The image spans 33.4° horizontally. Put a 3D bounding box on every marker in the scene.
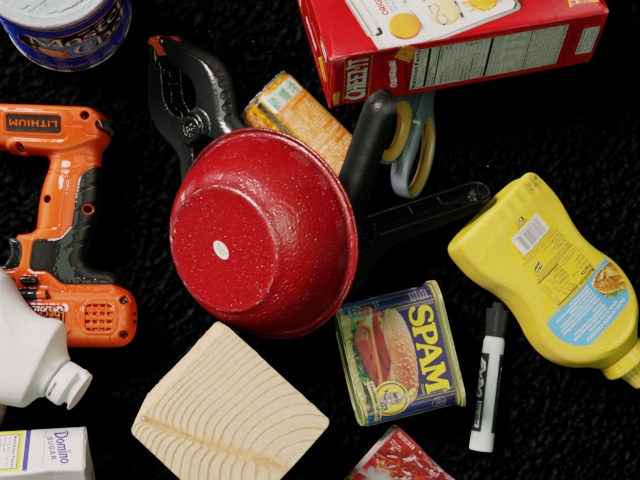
[{"bbox_3d":[0.138,0.111,0.871,0.020,0.020,0.121,8,86,-6],"label":"marker"}]

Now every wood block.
[{"bbox_3d":[-0.067,0.120,0.753,0.091,0.206,0.090,44,83,-3],"label":"wood block"}]

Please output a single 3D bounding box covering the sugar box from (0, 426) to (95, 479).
[{"bbox_3d":[-0.257,0.184,0.787,0.176,0.093,0.048,-4,44,-9],"label":"sugar box"}]

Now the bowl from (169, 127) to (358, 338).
[{"bbox_3d":[-0.055,0.001,0.776,0.162,0.055,0.162,8,106,30],"label":"bowl"}]

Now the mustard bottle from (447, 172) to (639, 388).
[{"bbox_3d":[0.198,0.044,0.862,0.096,0.058,0.191,-43,92,-20],"label":"mustard bottle"}]

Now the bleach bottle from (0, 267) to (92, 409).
[{"bbox_3d":[-0.270,0.033,0.760,0.251,0.068,0.102,32,91,4],"label":"bleach bottle"}]

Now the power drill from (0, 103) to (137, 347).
[{"bbox_3d":[-0.232,-0.009,0.819,0.184,0.057,0.187,1,88,-3],"label":"power drill"}]

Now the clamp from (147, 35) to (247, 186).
[{"bbox_3d":[-0.081,-0.086,0.826,0.120,0.039,0.171,-19,89,27],"label":"clamp"}]

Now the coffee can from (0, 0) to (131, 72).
[{"bbox_3d":[-0.195,-0.190,0.790,0.102,0.140,0.103,0,86,-7],"label":"coffee can"}]

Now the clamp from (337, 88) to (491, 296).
[{"bbox_3d":[0.031,-0.005,0.832,0.164,0.036,0.210,27,111,-43],"label":"clamp"}]

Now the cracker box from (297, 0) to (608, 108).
[{"bbox_3d":[0.091,-0.200,0.832,0.213,0.072,0.164,-11,61,-6],"label":"cracker box"}]

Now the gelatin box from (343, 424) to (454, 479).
[{"bbox_3d":[0.068,0.204,0.852,0.089,0.030,0.073,44,83,-2],"label":"gelatin box"}]

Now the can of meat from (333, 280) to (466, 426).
[{"bbox_3d":[0.060,0.090,0.846,0.084,0.057,0.102,-13,88,-5],"label":"can of meat"}]

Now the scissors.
[{"bbox_3d":[0.077,-0.135,0.855,0.016,0.096,0.202,7,87,36],"label":"scissors"}]
